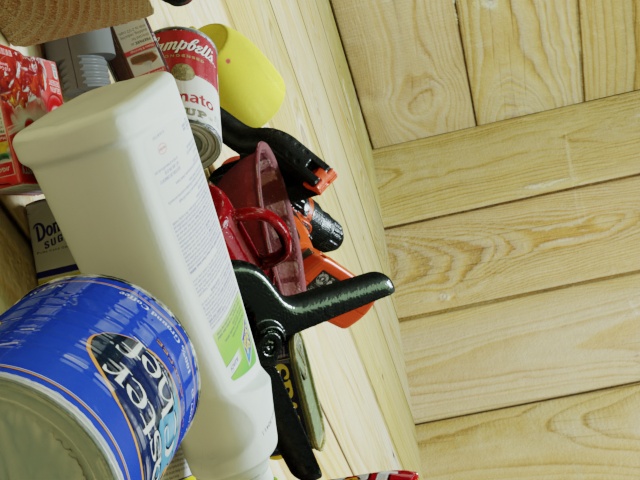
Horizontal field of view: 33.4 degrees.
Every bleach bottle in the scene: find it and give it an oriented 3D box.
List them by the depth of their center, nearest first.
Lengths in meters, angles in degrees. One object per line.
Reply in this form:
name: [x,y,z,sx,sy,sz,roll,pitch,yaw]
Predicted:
bleach bottle: [-0.078,0.041,0.581,0.102,0.068,0.251,-59,135,-63]

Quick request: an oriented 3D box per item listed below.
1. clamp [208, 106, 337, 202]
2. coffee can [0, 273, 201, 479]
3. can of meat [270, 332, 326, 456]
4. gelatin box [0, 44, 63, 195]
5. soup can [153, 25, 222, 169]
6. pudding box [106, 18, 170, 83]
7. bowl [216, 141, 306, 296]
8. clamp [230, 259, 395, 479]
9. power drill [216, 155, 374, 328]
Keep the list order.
clamp: [-0.063,-0.085,0.985,0.039,0.172,0.120,-56,137,-23]
coffee can: [-0.112,0.080,0.435,0.140,0.103,0.103,-69,146,-77]
can of meat: [-0.048,0.134,0.904,0.057,0.084,0.102,-65,143,-77]
gelatin box: [-0.161,-0.062,0.571,0.089,0.030,0.073,-13,91,-82]
soup can: [-0.115,-0.113,0.862,0.068,0.068,0.102,67,13,-55]
pudding box: [-0.130,-0.128,0.755,0.113,0.039,0.090,89,-24,-82]
bowl: [-0.056,0.001,0.895,0.162,0.055,0.162,-12,90,-83]
clamp: [-0.045,0.081,0.745,0.209,0.036,0.164,18,86,-39]
power drill: [-0.014,0.006,1.096,0.184,0.057,0.188,31,17,-41]
